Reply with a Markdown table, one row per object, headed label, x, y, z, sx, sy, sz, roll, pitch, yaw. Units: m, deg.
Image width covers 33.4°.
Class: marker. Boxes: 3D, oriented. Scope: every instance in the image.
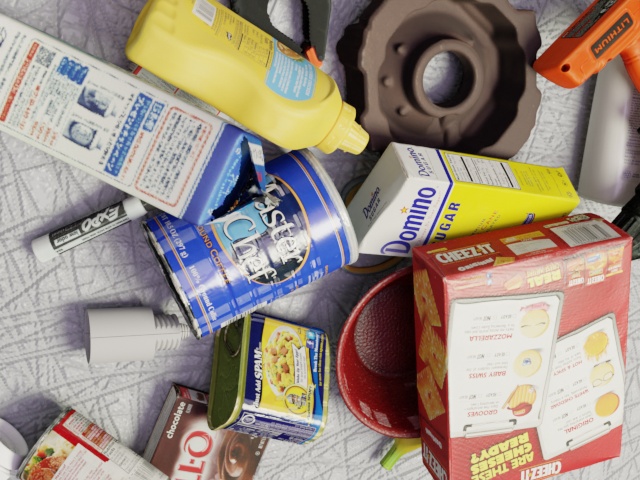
| label | x | y | z | sx | sy | sz | roll | pitch | yaw |
| --- | --- | --- | --- | --- | --- | --- | --- | --- | --- |
| marker | -0.164 | -0.016 | 0.818 | 0.121 | 0.020 | 0.020 | -24 | 111 | 6 |

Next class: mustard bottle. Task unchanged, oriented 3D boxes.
| label | x | y | z | sx | sy | sz | roll | pitch | yaw |
| --- | --- | --- | --- | --- | --- | --- | --- | --- | --- |
| mustard bottle | -0.046 | -0.119 | 0.788 | 0.191 | 0.096 | 0.058 | 29 | 120 | -17 |

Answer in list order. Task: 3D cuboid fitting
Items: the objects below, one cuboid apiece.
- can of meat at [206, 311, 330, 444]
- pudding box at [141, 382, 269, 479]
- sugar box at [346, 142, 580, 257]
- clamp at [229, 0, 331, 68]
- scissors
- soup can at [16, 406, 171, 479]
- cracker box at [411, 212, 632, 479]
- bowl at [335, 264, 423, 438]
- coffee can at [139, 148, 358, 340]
| label | x | y | z | sx | sy | sz | roll | pitch | yaw |
| --- | --- | --- | --- | --- | --- | --- | --- | --- | --- |
| can of meat | -0.041 | 0.111 | 0.874 | 0.083 | 0.058 | 0.102 | 17 | 60 | -25 |
| pudding box | -0.102 | 0.186 | 0.899 | 0.090 | 0.039 | 0.113 | 19 | 96 | -21 |
| sugar box | 0.115 | -0.025 | 0.871 | 0.175 | 0.048 | 0.093 | 3 | 139 | -31 |
| clamp | -0.035 | -0.213 | 0.816 | 0.120 | 0.039 | 0.171 | -34 | 119 | 10 |
| scissors | 0.099 | -0.035 | 0.923 | 0.201 | 0.016 | 0.096 | -25 | 113 | -11 |
| soup can | -0.177 | 0.187 | 0.839 | 0.102 | 0.068 | 0.068 | 35 | 91 | 1 |
| cracker box | 0.164 | 0.095 | 0.880 | 0.164 | 0.072 | 0.214 | -12 | 117 | -14 |
| bowl | 0.080 | 0.087 | 0.925 | 0.162 | 0.055 | 0.162 | -6 | 109 | -18 |
| coffee can | -0.055 | 0.001 | 0.833 | 0.140 | 0.103 | 0.103 | -26 | 111 | -11 |
